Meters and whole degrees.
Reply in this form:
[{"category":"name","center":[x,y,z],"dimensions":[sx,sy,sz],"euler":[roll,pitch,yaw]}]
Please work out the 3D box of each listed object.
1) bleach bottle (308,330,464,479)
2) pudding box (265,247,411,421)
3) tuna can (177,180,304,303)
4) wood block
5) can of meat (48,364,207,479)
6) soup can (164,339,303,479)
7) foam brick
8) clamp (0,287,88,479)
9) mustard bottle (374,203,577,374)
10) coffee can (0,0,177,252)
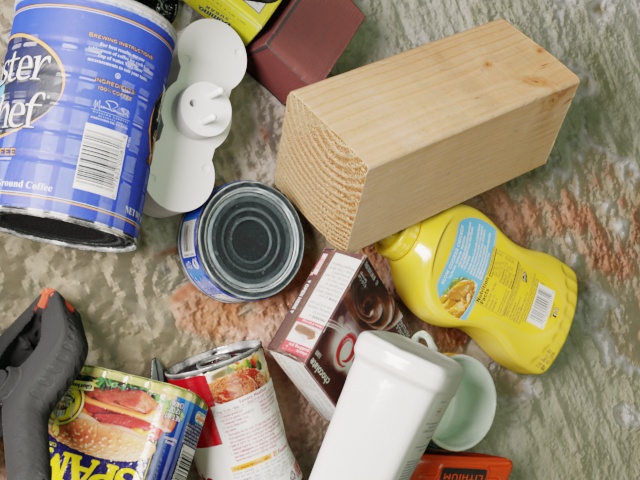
[{"category":"bleach bottle","center":[0.015,0.187,0.718],"dimensions":[0.251,0.068,0.102],"euler":[-66,161,3]},{"category":"pudding box","center":[0.016,0.071,0.756],"dimensions":[0.090,0.039,0.113],"euler":[-60,143,-21]},{"category":"tuna can","center":[-0.055,0.001,0.751],"dimensions":[0.086,0.034,0.086],"euler":[3,83,-30]},{"category":"wood block","center":[0.078,-0.081,0.787],"dimensions":[0.205,0.091,0.090],"euler":[-24,56,-30]},{"category":"can of meat","center":[-0.128,0.127,0.660],"dimensions":[0.057,0.102,0.084],"euler":[58,46,-64]},{"category":"soup can","center":[-0.057,0.125,0.718],"dimensions":[0.068,0.069,0.102],"euler":[-20,96,-30]},{"category":"foam brick","center":[-0.015,-0.148,0.780],"dimensions":[0.051,0.053,0.078],"euler":[40,68,-21]},{"category":"clamp","center":[-0.175,0.096,0.621],"dimensions":[0.039,0.120,0.171],"euler":[58,41,-38]},{"category":"mustard bottle","center":[0.112,0.026,0.832],"dimensions":[0.191,0.058,0.096],"euler":[30,73,-25]},{"category":"coffee can","center":[-0.151,-0.072,0.662],"dimensions":[0.102,0.103,0.140],"euler":[15,78,-28]}]
